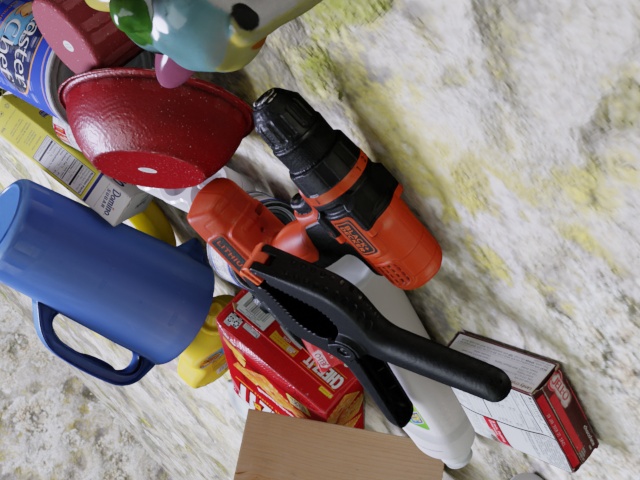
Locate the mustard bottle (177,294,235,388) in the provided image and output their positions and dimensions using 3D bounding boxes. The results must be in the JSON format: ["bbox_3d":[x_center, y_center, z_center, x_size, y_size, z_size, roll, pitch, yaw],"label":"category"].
[{"bbox_3d":[-0.128,0.113,1.271,0.058,0.096,0.192,43,159,10],"label":"mustard bottle"}]

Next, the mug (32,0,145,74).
[{"bbox_3d":[-0.178,-0.187,0.838,0.117,0.081,0.093,48,160,-4],"label":"mug"}]

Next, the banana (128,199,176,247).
[{"bbox_3d":[-0.225,-0.037,1.235,0.070,0.037,0.197,-25,117,25],"label":"banana"}]

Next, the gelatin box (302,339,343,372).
[{"bbox_3d":[-0.009,0.068,0.995,0.089,0.030,0.073,-106,-9,-52],"label":"gelatin box"}]

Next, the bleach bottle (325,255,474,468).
[{"bbox_3d":[0.067,0.112,0.944,0.103,0.068,0.250,17,147,51],"label":"bleach bottle"}]

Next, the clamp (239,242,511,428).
[{"bbox_3d":[0.027,0.078,0.828,0.210,0.036,0.165,34,152,-4],"label":"clamp"}]

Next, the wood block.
[{"bbox_3d":[0.019,0.247,1.107,0.206,0.090,0.090,9,153,4],"label":"wood block"}]

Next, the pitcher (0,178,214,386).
[{"bbox_3d":[-0.249,0.042,1.158,0.242,0.149,0.145,30,126,-32],"label":"pitcher"}]

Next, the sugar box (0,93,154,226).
[{"bbox_3d":[-0.262,-0.092,1.147,0.176,0.048,0.093,35,-163,2],"label":"sugar box"}]

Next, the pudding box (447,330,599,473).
[{"bbox_3d":[0.152,0.125,0.834,0.114,0.039,0.090,13,140,53],"label":"pudding box"}]

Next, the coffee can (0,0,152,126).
[{"bbox_3d":[-0.232,-0.165,0.954,0.140,0.102,0.103,28,153,41],"label":"coffee can"}]

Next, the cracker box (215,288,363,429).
[{"bbox_3d":[-0.032,0.159,1.205,0.164,0.072,0.214,38,158,20],"label":"cracker box"}]

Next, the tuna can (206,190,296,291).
[{"bbox_3d":[-0.056,0.001,0.943,0.034,0.086,0.086,22,149,44],"label":"tuna can"}]

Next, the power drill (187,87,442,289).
[{"bbox_3d":[-0.022,-0.026,0.806,0.184,0.057,0.188,48,149,-21],"label":"power drill"}]

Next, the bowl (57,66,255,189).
[{"bbox_3d":[-0.134,-0.082,0.861,0.162,0.055,0.162,6,165,1],"label":"bowl"}]
